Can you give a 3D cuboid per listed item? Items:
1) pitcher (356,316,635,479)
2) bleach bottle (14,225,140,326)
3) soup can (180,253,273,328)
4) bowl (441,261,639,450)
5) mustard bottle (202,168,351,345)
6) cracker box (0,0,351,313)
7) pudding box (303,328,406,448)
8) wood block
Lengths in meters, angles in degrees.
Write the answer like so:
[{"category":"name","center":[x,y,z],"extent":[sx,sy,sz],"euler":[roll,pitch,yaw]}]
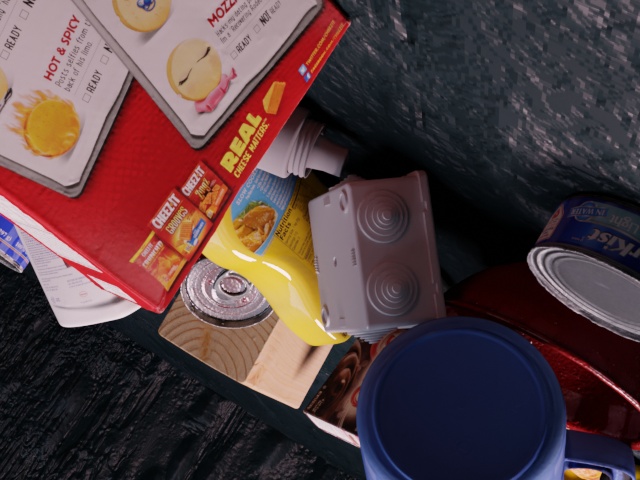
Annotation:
[{"category":"pitcher","center":[0.098,0.136,0.646],"extent":[0.145,0.149,0.243],"euler":[43,167,24]},{"category":"bleach bottle","center":[-0.234,-0.050,0.928],"extent":[0.103,0.068,0.251],"euler":[-12,108,35]},{"category":"soup can","center":[-0.061,0.004,0.768],"extent":[0.068,0.102,0.068],"euler":[1,129,1]},{"category":"bowl","center":[0.140,0.060,0.641],"extent":[0.162,0.055,0.162],"euler":[31,166,8]},{"category":"mustard bottle","center":[-0.038,-0.020,0.678],"extent":[0.058,0.096,0.191],"euler":[-10,137,44]},{"category":"cracker box","center":[-0.107,-0.098,0.431],"extent":[0.072,0.164,0.213],"euler":[12,155,51]},{"category":"pudding box","center":[0.051,0.130,0.956],"extent":[0.039,0.113,0.090],"euler":[46,161,-31]},{"category":"wood block","center":[-0.058,0.084,0.972],"extent":[0.090,0.091,0.206],"euler":[28,173,17]}]
